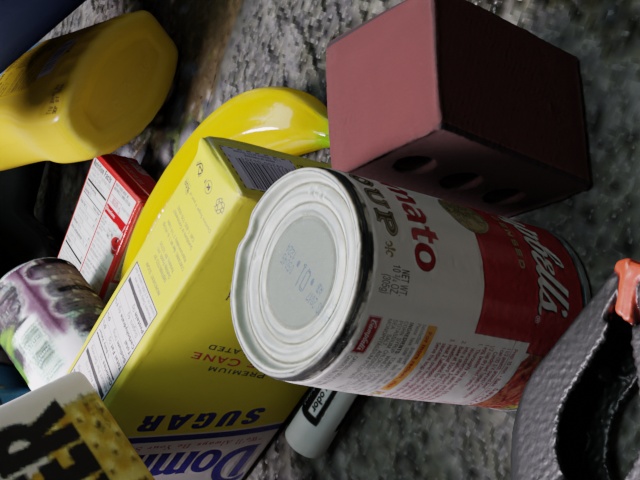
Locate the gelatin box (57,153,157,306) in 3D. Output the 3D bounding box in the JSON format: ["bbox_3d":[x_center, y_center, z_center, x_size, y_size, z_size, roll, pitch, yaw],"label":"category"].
[{"bbox_3d":[-0.117,0.003,0.605,0.073,0.030,0.089,41,112,51],"label":"gelatin box"}]

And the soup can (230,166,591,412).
[{"bbox_3d":[0.030,0.018,0.352,0.069,0.102,0.068,-20,64,48],"label":"soup can"}]

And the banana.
[{"bbox_3d":[-0.055,-0.017,0.525,0.198,0.037,0.069,-42,50,37],"label":"banana"}]

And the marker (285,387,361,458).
[{"bbox_3d":[0.022,0.037,0.425,0.121,0.020,0.020,-59,41,22],"label":"marker"}]

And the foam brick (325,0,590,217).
[{"bbox_3d":[0.048,-0.043,0.368,0.053,0.078,0.051,-21,62,47],"label":"foam brick"}]

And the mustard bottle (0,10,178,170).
[{"bbox_3d":[-0.176,-0.083,0.648,0.192,0.058,0.096,-3,47,43],"label":"mustard bottle"}]

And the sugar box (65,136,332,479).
[{"bbox_3d":[-0.045,0.044,0.449,0.176,0.093,0.048,-58,41,25],"label":"sugar box"}]

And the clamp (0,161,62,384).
[{"bbox_3d":[-0.227,0.006,0.701,0.165,0.036,0.210,-25,61,10],"label":"clamp"}]
